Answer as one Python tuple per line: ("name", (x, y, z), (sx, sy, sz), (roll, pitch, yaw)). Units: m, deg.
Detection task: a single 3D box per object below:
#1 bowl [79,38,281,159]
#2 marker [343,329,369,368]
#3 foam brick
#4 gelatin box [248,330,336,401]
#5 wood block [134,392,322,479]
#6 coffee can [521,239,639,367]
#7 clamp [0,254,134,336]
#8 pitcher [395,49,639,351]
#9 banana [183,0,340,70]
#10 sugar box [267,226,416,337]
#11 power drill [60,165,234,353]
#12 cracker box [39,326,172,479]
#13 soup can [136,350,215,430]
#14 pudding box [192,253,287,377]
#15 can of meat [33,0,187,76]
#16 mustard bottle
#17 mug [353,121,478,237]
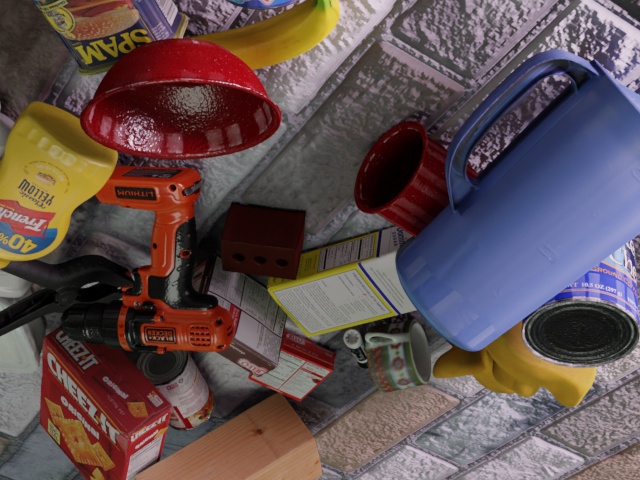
("bowl", (-0.113, -0.119, 0.866), (0.162, 0.055, 0.162), (-3, 164, -1))
("marker", (0.043, 0.122, 1.193), (0.020, 0.020, 0.121), (1, 162, 11))
("foam brick", (-0.057, 0.001, 1.076), (0.078, 0.051, 0.053), (7, 141, 4))
("gelatin box", (-0.034, 0.148, 1.262), (0.073, 0.030, 0.089), (25, 138, -15))
("wood block", (-0.110, 0.288, 1.310), (0.206, 0.091, 0.090), (-29, 141, -16))
("coffee can", (0.236, 0.030, 0.977), (0.103, 0.140, 0.103), (6, 140, 5))
("clamp", (-0.279, 0.044, 1.132), (0.171, 0.039, 0.120), (-14, 145, -27))
("pitcher", (0.173, -0.028, 0.871), (0.243, 0.149, 0.144), (-43, 155, 18))
("banana", (-0.055, -0.169, 0.879), (0.198, 0.037, 0.069), (-14, 150, 34))
("sugar box", (0.042, 0.042, 1.109), (0.176, 0.048, 0.093), (-18, 133, 24))
("power drill", (-0.180, 0.022, 1.058), (0.184, 0.057, 0.188), (1, 109, 13))
("cracker box", (-0.268, 0.212, 1.297), (0.164, 0.072, 0.214), (43, 145, 18))
("soup can", (-0.176, 0.176, 1.297), (0.069, 0.068, 0.102), (-4, 138, 17))
("pudding box", (-0.090, 0.081, 1.149), (0.113, 0.090, 0.039), (37, 132, -27))
("can of meat", (-0.174, -0.191, 0.872), (0.102, 0.057, 0.084), (-10, 134, 23))
("mustard bottle", (-0.279, -0.036, 1.008), (0.096, 0.058, 0.192), (31, 121, -20))
("mug", (0.083, -0.045, 0.969), (0.081, 0.093, 0.117), (30, 153, -29))
